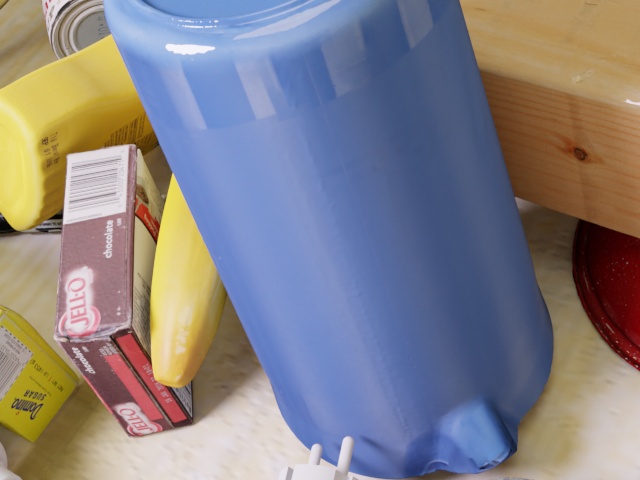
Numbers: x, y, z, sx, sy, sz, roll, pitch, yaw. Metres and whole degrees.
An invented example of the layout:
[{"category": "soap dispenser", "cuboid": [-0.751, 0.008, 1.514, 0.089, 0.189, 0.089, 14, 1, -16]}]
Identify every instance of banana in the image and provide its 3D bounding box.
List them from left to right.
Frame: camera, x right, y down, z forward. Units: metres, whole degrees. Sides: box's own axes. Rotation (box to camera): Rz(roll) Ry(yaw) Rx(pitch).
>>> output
[{"category": "banana", "cuboid": [-0.052, -0.017, 0.514, 0.037, 0.070, 0.197, 3, 34, 1]}]

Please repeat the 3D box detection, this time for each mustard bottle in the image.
[{"category": "mustard bottle", "cuboid": [-0.097, -0.084, 0.588, 0.058, 0.096, 0.191, 45, 56, 11]}]

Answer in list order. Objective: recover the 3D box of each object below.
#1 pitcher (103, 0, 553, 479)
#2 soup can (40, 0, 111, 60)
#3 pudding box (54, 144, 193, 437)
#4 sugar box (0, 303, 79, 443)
[{"category": "pitcher", "cuboid": [0.006, -0.026, 0.421, 0.149, 0.242, 0.145, 7, 54, 24]}, {"category": "soup can", "cuboid": [-0.145, -0.160, 0.683, 0.068, 0.068, 0.102, -21, 51, 0]}, {"category": "pudding box", "cuboid": [-0.091, 0.024, 0.511, 0.039, 0.090, 0.113, -10, 51, 7]}, {"category": "sugar box", "cuboid": [-0.210, 0.029, 0.522, 0.176, 0.093, 0.048, 24, 69, 21]}]
